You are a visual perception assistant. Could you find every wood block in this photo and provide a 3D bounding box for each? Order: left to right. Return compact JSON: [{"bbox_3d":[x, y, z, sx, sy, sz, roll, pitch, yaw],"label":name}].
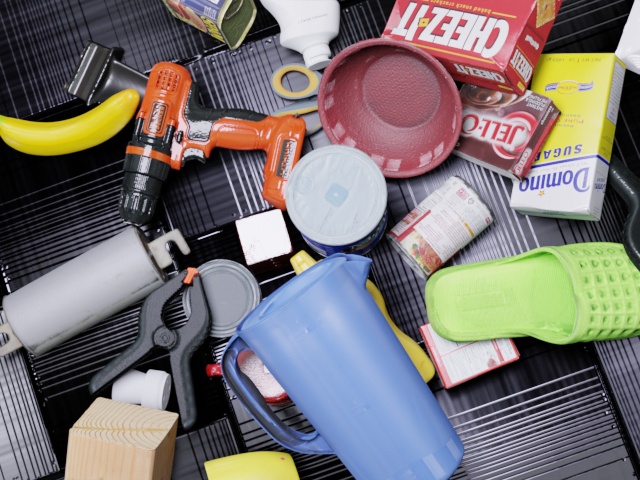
[{"bbox_3d":[-0.212,0.281,1.103,0.091,0.090,0.206,11,106,6],"label":"wood block"}]

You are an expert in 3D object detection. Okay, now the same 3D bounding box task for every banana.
[{"bbox_3d":[-0.285,-0.129,1.203,0.198,0.069,0.037,-6,53,16],"label":"banana"}]

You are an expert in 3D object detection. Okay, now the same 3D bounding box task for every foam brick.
[{"bbox_3d":[-0.058,0.001,1.169,0.053,0.078,0.051,-16,80,2],"label":"foam brick"}]

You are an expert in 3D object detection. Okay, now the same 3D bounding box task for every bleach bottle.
[{"bbox_3d":[-0.046,-0.312,1.215,0.102,0.068,0.251,-18,83,0],"label":"bleach bottle"}]

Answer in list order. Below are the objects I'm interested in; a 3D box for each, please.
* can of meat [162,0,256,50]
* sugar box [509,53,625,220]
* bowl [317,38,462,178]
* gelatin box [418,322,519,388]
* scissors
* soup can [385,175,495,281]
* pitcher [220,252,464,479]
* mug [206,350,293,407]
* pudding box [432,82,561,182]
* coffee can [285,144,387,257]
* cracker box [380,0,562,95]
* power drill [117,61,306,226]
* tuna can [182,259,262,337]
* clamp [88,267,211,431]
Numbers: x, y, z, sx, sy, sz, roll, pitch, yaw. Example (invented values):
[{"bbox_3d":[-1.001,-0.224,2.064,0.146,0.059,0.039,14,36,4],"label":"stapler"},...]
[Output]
[{"bbox_3d":[-0.126,-0.268,1.198,0.084,0.102,0.057,29,86,9],"label":"can of meat"},{"bbox_3d":[0.268,-0.113,1.159,0.093,0.048,0.176,5,79,36],"label":"sugar box"},{"bbox_3d":[0.081,-0.151,1.158,0.162,0.055,0.162,11,123,16],"label":"bowl"},{"bbox_3d":[0.162,0.112,1.162,0.089,0.030,0.073,-22,81,-1],"label":"gelatin box"},{"bbox_3d":[0.030,-0.178,1.217,0.202,0.016,0.096,-22,82,1],"label":"scissors"},{"bbox_3d":[0.130,-0.014,1.162,0.102,0.068,0.068,-41,82,-2],"label":"soup can"},{"bbox_3d":[0.026,0.148,1.060,0.144,0.149,0.243,-40,98,-37],"label":"pitcher"},{"bbox_3d":[-0.065,0.134,1.150,0.117,0.081,0.093,-3,82,4],"label":"mug"},{"bbox_3d":[0.191,-0.124,1.160,0.114,0.039,0.090,27,86,41],"label":"pudding box"},{"bbox_3d":[0.020,-0.037,1.136,0.103,0.140,0.103,-1,83,4],"label":"coffee can"},{"bbox_3d":[0.180,-0.282,1.159,0.164,0.072,0.213,20,83,35],"label":"cracker box"},{"bbox_3d":[-0.118,-0.089,1.168,0.187,0.057,0.184,14,86,-4],"label":"power drill"},{"bbox_3d":[-0.108,0.065,1.186,0.086,0.034,0.086,-1,83,4],"label":"tuna can"},{"bbox_3d":[-0.176,0.109,1.145,0.120,0.039,0.171,13,77,-5],"label":"clamp"}]
